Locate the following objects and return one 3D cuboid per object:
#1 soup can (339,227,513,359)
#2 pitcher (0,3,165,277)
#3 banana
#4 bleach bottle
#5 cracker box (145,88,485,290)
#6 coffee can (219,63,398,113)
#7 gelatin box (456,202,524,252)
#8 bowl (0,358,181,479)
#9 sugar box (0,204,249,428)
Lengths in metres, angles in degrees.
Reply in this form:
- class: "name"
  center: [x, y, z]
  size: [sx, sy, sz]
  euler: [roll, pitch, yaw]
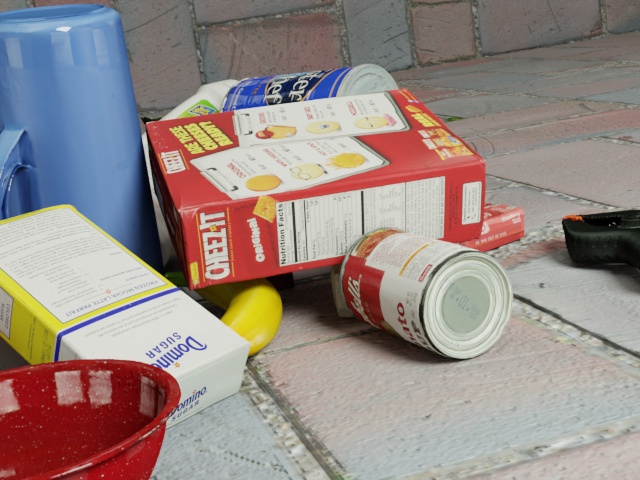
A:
- class: "soup can"
  center: [0.066, 0.032, 0.676]
  size: [0.068, 0.068, 0.102]
  euler: [-14, 14, -25]
- class: "pitcher"
  center: [-0.197, -0.050, 0.813]
  size: [0.144, 0.243, 0.149]
  euler: [-11, 19, -19]
- class: "banana"
  center: [-0.061, 0.049, 0.760]
  size: [0.069, 0.037, 0.198]
  euler: [-19, 15, -13]
- class: "bleach bottle"
  center: [-0.119, -0.079, 1.028]
  size: [0.250, 0.102, 0.068]
  euler: [-49, -4, -39]
- class: "cracker box"
  center: [-0.009, -0.043, 0.780]
  size: [0.213, 0.072, 0.164]
  euler: [-10, 28, -12]
- class: "coffee can"
  center: [-0.008, -0.102, 0.968]
  size: [0.141, 0.103, 0.102]
  euler: [1, 16, 38]
- class: "gelatin box"
  center: [0.119, -0.011, 0.916]
  size: [0.073, 0.030, 0.089]
  euler: [-17, 15, -32]
- class: "bowl"
  center: [-0.141, 0.108, 0.499]
  size: [0.162, 0.055, 0.162]
  euler: [-8, 12, 2]
- class: "sugar box"
  center: [-0.137, 0.045, 0.641]
  size: [0.176, 0.048, 0.093]
  euler: [37, 37, 29]
